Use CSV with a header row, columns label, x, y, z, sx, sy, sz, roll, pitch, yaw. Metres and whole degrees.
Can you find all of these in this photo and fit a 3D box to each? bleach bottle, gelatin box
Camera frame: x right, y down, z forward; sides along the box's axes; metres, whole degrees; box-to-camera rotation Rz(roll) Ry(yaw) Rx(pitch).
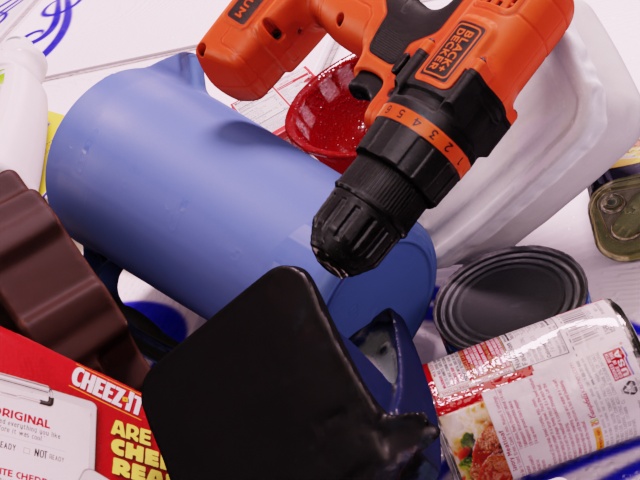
label,x,y,z,sx,sy,sz,roll,pitch,yaw
bleach bottle,-0.271,-0.103,0.906,0.103,0.068,0.251,-21,38,15
gelatin box,-0.025,-0.101,0.867,0.073,0.030,0.089,-29,34,-5

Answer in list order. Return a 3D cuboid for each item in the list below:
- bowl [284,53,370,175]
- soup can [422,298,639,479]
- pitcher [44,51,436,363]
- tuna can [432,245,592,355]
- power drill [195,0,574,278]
label,x,y,z,sx,sy,sz,roll,pitch,yaw
bowl,0.058,-0.088,0.776,0.162,0.055,0.162,-16,35,11
soup can,0.104,0.076,0.516,0.102,0.068,0.068,-21,34,4
pitcher,-0.054,0.001,0.655,0.144,0.149,0.243,-36,46,-27
tuna can,0.107,0.043,0.589,0.086,0.033,0.086,-16,35,11
power drill,0.016,-0.085,0.569,0.188,0.057,0.184,33,80,41
